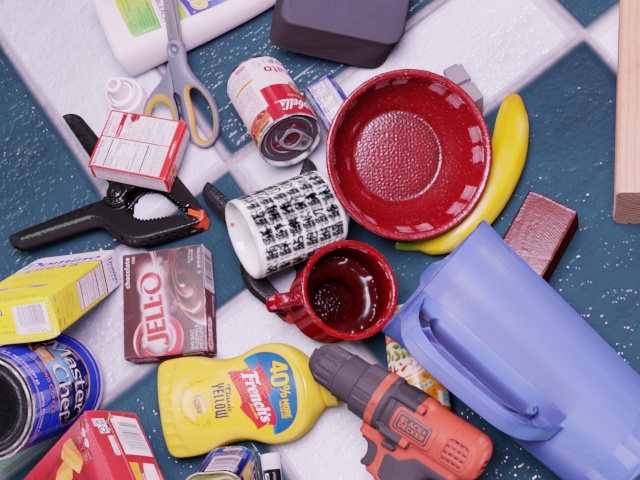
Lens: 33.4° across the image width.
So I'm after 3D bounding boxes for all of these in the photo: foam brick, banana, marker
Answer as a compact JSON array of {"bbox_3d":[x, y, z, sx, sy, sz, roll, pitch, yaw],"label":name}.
[{"bbox_3d":[0.204,0.001,1.013,0.051,0.053,0.078,27,81,20],"label":"foam brick"},{"bbox_3d":[0.156,-0.056,1.051,0.070,0.037,0.198,37,85,20],"label":"banana"},{"bbox_3d":[-0.041,0.263,1.010,0.020,0.020,0.121,-12,71,10],"label":"marker"}]

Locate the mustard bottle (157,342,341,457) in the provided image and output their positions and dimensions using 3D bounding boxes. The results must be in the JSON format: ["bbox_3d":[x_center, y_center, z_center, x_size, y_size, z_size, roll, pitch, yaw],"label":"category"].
[{"bbox_3d":[-0.057,0.149,1.029,0.192,0.058,0.096,-10,79,10],"label":"mustard bottle"}]

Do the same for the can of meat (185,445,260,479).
[{"bbox_3d":[-0.085,0.246,0.975,0.057,0.084,0.102,-6,97,8],"label":"can of meat"}]

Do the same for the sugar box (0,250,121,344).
[{"bbox_3d":[-0.270,0.053,1.051,0.093,0.176,0.048,-7,105,10],"label":"sugar box"}]

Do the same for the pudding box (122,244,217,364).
[{"bbox_3d":[-0.154,0.066,1.089,0.090,0.039,0.113,-8,71,12],"label":"pudding box"}]

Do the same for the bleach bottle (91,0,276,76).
[{"bbox_3d":[-0.119,-0.278,1.176,0.251,0.068,0.102,-25,71,3],"label":"bleach bottle"}]

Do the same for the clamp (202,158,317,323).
[{"bbox_3d":[-0.057,0.001,1.083,0.120,0.039,0.171,-7,69,7],"label":"clamp"}]

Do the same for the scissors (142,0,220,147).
[{"bbox_3d":[-0.168,-0.190,1.140,0.096,0.016,0.202,-19,97,20],"label":"scissors"}]

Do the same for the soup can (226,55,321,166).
[{"bbox_3d":[-0.049,-0.134,1.097,0.068,0.068,0.102,-31,52,3],"label":"soup can"}]

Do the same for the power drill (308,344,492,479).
[{"bbox_3d":[0.038,0.207,0.956,0.185,0.057,0.188,31,104,22],"label":"power drill"}]

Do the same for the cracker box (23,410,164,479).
[{"bbox_3d":[-0.223,0.284,0.968,0.214,0.072,0.164,-47,54,20],"label":"cracker box"}]

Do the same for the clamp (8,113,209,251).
[{"bbox_3d":[-0.222,-0.037,1.136,0.210,0.036,0.164,21,74,17],"label":"clamp"}]

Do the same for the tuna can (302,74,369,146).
[{"bbox_3d":[0.017,-0.124,1.081,0.034,0.086,0.086,-31,69,1],"label":"tuna can"}]

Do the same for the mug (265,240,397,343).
[{"bbox_3d":[0.005,0.055,1.011,0.117,0.082,0.093,-9,80,-17],"label":"mug"}]

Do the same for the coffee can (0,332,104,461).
[{"bbox_3d":[-0.286,0.147,1.028,0.103,0.140,0.103,1,93,15],"label":"coffee can"}]

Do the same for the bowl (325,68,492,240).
[{"bbox_3d":[0.080,-0.082,1.025,0.162,0.055,0.162,-1,94,-9],"label":"bowl"}]

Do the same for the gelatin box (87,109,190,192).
[{"bbox_3d":[-0.190,-0.095,1.122,0.089,0.030,0.073,10,64,11],"label":"gelatin box"}]

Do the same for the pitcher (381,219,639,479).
[{"bbox_3d":[0.177,0.111,0.916,0.243,0.145,0.149,42,75,5],"label":"pitcher"}]
